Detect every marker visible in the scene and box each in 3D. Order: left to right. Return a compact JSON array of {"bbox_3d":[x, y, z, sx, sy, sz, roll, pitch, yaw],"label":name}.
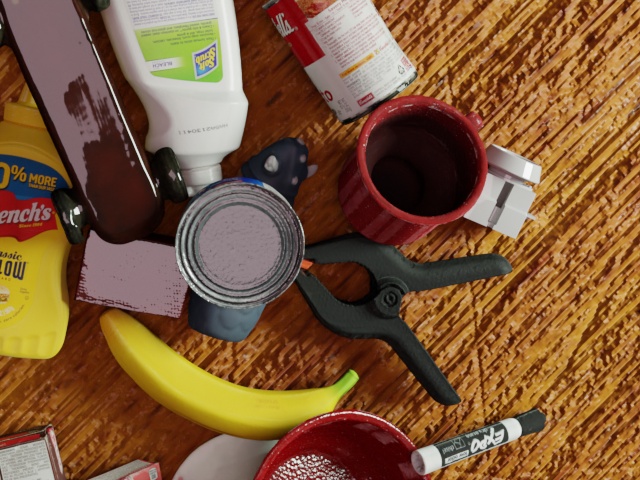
[{"bbox_3d":[0.123,0.151,0.811,0.120,0.020,0.020,-13,100,-28],"label":"marker"}]

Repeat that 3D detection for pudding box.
[{"bbox_3d":[-0.230,0.199,0.779,0.090,0.039,0.113,-12,97,-6],"label":"pudding box"}]

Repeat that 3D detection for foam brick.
[{"bbox_3d":[-0.131,0.021,0.763,0.078,0.053,0.051,11,95,-8],"label":"foam brick"}]

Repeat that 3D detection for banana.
[{"bbox_3d":[-0.074,0.107,0.792,0.197,0.037,0.069,16,77,-11],"label":"banana"}]

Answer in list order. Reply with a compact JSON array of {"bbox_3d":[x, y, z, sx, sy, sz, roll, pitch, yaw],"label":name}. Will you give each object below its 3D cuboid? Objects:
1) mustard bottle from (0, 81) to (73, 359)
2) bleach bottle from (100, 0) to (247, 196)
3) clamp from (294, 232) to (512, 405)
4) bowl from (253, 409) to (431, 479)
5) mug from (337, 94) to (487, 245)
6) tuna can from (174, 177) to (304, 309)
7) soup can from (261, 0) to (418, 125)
[{"bbox_3d":[-0.212,-0.019,0.743,0.096,0.058,0.192,12,95,-6],"label":"mustard bottle"},{"bbox_3d":[-0.110,-0.154,0.739,0.102,0.068,0.251,-9,101,-6],"label":"bleach bottle"},{"bbox_3d":[0.058,0.035,0.798,0.171,0.039,0.120,31,82,-11],"label":"clamp"},{"bbox_3d":[0.004,0.204,0.787,0.161,0.055,0.162,2,86,-29],"label":"bowl"},{"bbox_3d":[0.068,-0.052,0.758,0.117,0.082,0.093,-41,87,-20],"label":"mug"},{"bbox_3d":[-0.055,0.001,0.718,0.086,0.034,0.086,-1,102,-6],"label":"tuna can"},{"bbox_3d":[0.015,-0.142,0.754,0.068,0.068,0.102,-35,101,-2],"label":"soup can"}]
